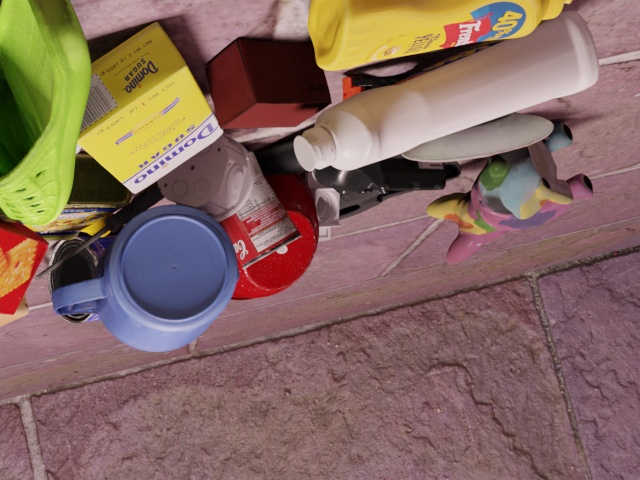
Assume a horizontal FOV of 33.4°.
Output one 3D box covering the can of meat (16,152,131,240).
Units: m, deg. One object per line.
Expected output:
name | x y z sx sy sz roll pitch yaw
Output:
can of meat | -0.235 -0.040 0.963 0.084 0.057 0.101 -24 167 34

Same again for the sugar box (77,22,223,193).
sugar box | -0.130 -0.091 0.790 0.093 0.048 0.176 -34 168 -2

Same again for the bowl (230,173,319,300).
bowl | -0.058 0.001 1.152 0.161 0.162 0.055 -8 -154 -34

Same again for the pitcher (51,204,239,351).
pitcher | -0.154 0.038 0.988 0.149 0.145 0.243 -55 -174 -12

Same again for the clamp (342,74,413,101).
clamp | 0.100 -0.130 0.949 0.171 0.039 0.120 -7 178 -40

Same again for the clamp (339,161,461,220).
clamp | 0.060 -0.063 1.320 0.210 0.036 0.164 -21 168 18

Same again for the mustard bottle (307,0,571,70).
mustard bottle | 0.092 -0.163 0.736 0.191 0.058 0.096 -12 171 -15

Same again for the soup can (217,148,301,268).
soup can | -0.073 -0.032 1.065 0.068 0.102 0.068 -30 -179 0

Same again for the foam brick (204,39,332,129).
foam brick | -0.040 -0.118 0.814 0.078 0.053 0.051 -5 167 -41

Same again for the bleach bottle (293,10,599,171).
bleach bottle | 0.094 -0.110 0.838 0.250 0.068 0.103 -24 -170 -26

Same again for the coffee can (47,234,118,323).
coffee can | -0.240 0.043 1.287 0.103 0.103 0.140 -23 167 39

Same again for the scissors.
scissors | -0.194 -0.021 1.028 0.201 0.016 0.096 -36 -170 -17
